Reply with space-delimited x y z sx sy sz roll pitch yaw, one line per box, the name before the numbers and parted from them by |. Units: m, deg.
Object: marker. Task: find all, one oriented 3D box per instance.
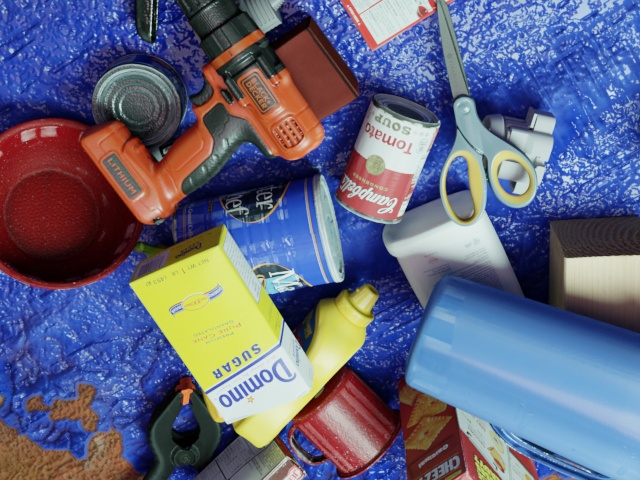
marker | -0.108 -0.099 1.005 0.121 0.020 0.020 -23 111 11

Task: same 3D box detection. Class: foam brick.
foam brick | -0.008 -0.153 0.960 0.051 0.053 0.078 -34 108 15

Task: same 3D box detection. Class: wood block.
wood block | 0.273 0.089 1.038 0.091 0.090 0.206 -3 114 3

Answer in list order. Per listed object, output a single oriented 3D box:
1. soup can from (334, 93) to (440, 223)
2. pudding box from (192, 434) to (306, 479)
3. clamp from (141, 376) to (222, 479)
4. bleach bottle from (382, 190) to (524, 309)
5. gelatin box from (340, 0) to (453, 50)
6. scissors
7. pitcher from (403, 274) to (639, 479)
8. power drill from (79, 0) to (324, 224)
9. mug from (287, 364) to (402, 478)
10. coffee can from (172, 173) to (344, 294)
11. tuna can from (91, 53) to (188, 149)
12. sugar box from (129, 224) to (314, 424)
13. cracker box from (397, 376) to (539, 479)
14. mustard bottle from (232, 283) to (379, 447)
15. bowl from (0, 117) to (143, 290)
soup can | 0.062 -0.076 0.984 0.068 0.068 0.102 19 113 -6
pudding box | -0.078 0.248 1.100 0.113 0.090 0.039 -42 119 -4
clamp | -0.155 0.229 1.137 0.120 0.039 0.171 -11 112 -14
bleach bottle | 0.155 0.079 1.053 0.103 0.068 0.251 -22 114 10
gelatin box | 0.063 -0.223 0.939 0.089 0.030 0.073 -30 108 14
scissors | 0.146 -0.110 0.939 0.096 0.016 0.202 4 104 10
pitcher | 0.201 0.128 0.950 0.243 0.145 0.149 20 89 10
power drill | -0.116 -0.115 0.927 0.188 0.057 0.184 -33 97 19
mug | 0.016 0.188 1.093 0.117 0.093 0.081 -38 103 27
coffee can | -0.057 0.001 1.002 0.140 0.103 0.103 -11 113 7
tuna can | -0.167 -0.127 0.987 0.086 0.033 0.086 1 114 1
sugar box | -0.085 0.079 0.959 0.093 0.048 0.176 -23 115 17
cracker box | 0.150 0.231 1.036 0.072 0.213 0.164 -36 108 16
mustard bottle | -0.011 0.113 1.054 0.058 0.096 0.192 39 110 -12
bowl | -0.248 -0.030 0.996 0.162 0.055 0.162 4 78 -19
